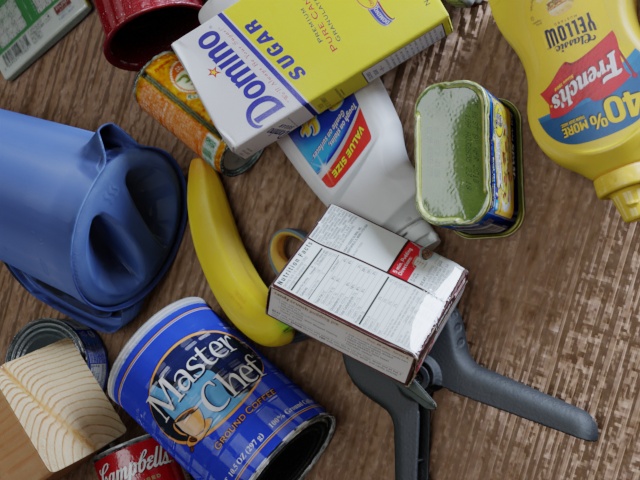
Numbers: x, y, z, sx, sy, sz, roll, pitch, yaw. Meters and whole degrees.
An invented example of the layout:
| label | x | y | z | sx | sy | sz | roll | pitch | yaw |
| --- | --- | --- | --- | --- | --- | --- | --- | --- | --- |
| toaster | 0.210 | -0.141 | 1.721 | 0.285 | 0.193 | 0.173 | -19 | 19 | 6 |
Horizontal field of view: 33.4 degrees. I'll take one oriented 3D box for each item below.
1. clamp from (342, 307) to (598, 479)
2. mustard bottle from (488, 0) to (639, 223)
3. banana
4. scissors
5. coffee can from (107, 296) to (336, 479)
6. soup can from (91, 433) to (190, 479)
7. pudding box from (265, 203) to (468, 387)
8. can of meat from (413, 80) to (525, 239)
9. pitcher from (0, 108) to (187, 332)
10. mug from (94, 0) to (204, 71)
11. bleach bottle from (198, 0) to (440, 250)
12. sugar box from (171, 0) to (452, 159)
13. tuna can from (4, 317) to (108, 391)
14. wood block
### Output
| label | x | y | z | sx | sy | sz | roll | pitch | yaw |
| --- | --- | --- | --- | --- | --- | --- | --- | --- | --- |
| clamp | 0.070 | 0.109 | 0.763 | 0.165 | 0.036 | 0.210 | -45 | 68 | 14 |
| mustard bottle | 0.183 | -0.104 | 0.717 | 0.096 | 0.058 | 0.191 | -20 | 78 | 23 |
| banana | -0.062 | 0.018 | 0.815 | 0.198 | 0.037 | 0.070 | 54 | 126 | 39 |
| scissors | 0.006 | 0.074 | 0.775 | 0.096 | 0.016 | 0.202 | -55 | 49 | 27 |
| coffee can | -0.074 | 0.124 | 0.792 | 0.140 | 0.102 | 0.103 | 39 | 102 | 22 |
| soup can | -0.130 | 0.207 | 0.830 | 0.069 | 0.068 | 0.102 | -27 | 76 | 20 |
| pudding box | 0.032 | 0.035 | 0.726 | 0.113 | 0.039 | 0.090 | 25 | 53 | 15 |
| can of meat | 0.102 | -0.055 | 0.736 | 0.058 | 0.083 | 0.102 | -3 | 85 | 24 |
| pitcher | -0.239 | -0.031 | 0.876 | 0.243 | 0.144 | 0.149 | 19 | 82 | 28 |
| mug | -0.144 | -0.190 | 0.866 | 0.117 | 0.093 | 0.081 | -46 | 58 | 53 |
| bleach bottle | 0.013 | -0.097 | 0.794 | 0.103 | 0.068 | 0.251 | -38 | 75 | 14 |
| sugar box | -0.007 | -0.142 | 0.747 | 0.176 | 0.048 | 0.093 | -31 | 79 | 5 |
| tuna can | -0.221 | 0.108 | 0.899 | 0.086 | 0.033 | 0.086 | -2 | 85 | 24 |
| wood block | -0.266 | 0.175 | 0.854 | 0.206 | 0.090 | 0.091 | -36 | 83 | 30 |
